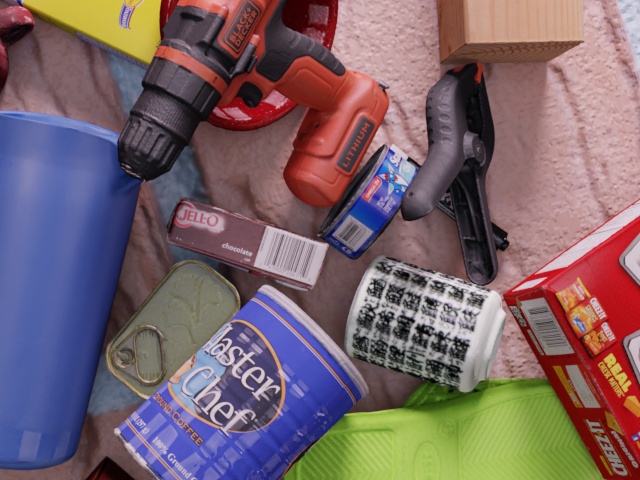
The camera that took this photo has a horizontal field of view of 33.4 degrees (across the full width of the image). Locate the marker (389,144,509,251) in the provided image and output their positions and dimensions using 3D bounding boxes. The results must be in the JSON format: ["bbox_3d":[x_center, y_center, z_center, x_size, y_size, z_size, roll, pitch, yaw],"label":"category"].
[{"bbox_3d":[0.098,-0.032,0.833,0.121,0.020,0.020,37,87,-4],"label":"marker"}]

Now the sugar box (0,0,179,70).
[{"bbox_3d":[-0.179,-0.202,0.796,0.176,0.048,0.093,25,88,-6],"label":"sugar box"}]

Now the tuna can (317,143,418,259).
[{"bbox_3d":[0.036,-0.028,0.795,0.033,0.086,0.086,36,87,-6],"label":"tuna can"}]

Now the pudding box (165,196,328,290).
[{"bbox_3d":[-0.055,0.001,0.785,0.113,0.090,0.039,20,90,-5],"label":"pudding box"}]

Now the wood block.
[{"bbox_3d":[0.137,-0.243,0.801,0.090,0.090,0.206,-3,90,-6],"label":"wood block"}]

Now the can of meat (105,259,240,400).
[{"bbox_3d":[-0.107,0.063,0.784,0.057,0.084,0.102,40,87,-4],"label":"can of meat"}]

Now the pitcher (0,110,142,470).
[{"bbox_3d":[-0.215,0.029,0.763,0.144,0.149,0.243,11,93,-20],"label":"pitcher"}]

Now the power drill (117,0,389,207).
[{"bbox_3d":[-0.040,-0.095,0.745,0.187,0.057,0.184,36,82,-49],"label":"power drill"}]

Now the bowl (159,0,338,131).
[{"bbox_3d":[-0.062,-0.164,0.778,0.161,0.055,0.162,-22,122,-39],"label":"bowl"}]

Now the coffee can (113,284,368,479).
[{"bbox_3d":[-0.052,0.114,0.714,0.140,0.103,0.103,-44,94,-11],"label":"coffee can"}]

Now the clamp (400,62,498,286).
[{"bbox_3d":[0.097,-0.062,0.786,0.039,0.120,0.171,-11,66,27],"label":"clamp"}]
